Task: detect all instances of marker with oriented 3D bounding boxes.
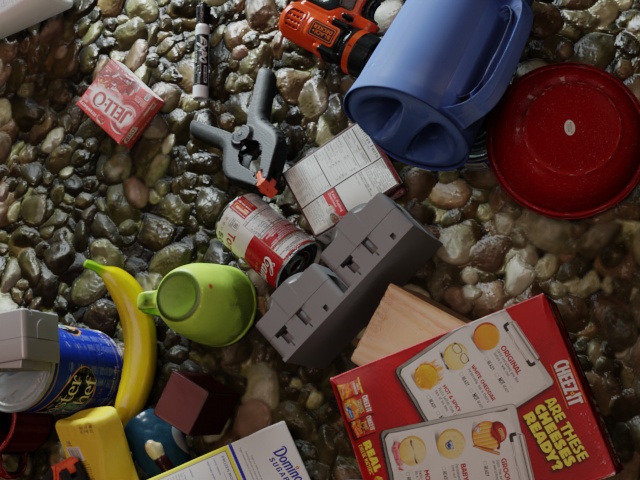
[{"bbox_3d":[-0.141,-0.226,1.271,0.020,0.020,0.121,-4,78,22],"label":"marker"}]

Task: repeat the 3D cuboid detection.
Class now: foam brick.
[{"bbox_3d":[-0.134,0.177,1.159,0.051,0.078,0.053,27,91,23],"label":"foam brick"}]

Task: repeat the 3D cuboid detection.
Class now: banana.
[{"bbox_3d":[-0.220,0.114,1.218,0.069,0.037,0.198,-11,82,-18],"label":"banana"}]

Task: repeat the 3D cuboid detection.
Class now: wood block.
[{"bbox_3d":[0.147,0.130,1.042,0.206,0.090,0.090,28,93,24],"label":"wood block"}]

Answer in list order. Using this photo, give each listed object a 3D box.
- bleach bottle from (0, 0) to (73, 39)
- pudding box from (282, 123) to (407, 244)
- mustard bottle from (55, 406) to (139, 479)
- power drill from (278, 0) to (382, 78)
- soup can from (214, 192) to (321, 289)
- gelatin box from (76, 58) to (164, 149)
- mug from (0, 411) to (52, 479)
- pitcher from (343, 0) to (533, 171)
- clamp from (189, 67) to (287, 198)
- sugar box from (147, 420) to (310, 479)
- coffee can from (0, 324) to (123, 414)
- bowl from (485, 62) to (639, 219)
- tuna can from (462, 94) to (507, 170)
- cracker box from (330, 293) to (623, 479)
[{"bbox_3d":[-0.443,-0.306,1.391,0.251,0.068,0.102,-17,74,21],"label":"bleach bottle"},{"bbox_3d":[0.025,-0.064,1.160,0.113,0.039,0.090,-32,69,12],"label":"pudding box"},{"bbox_3d":[-0.228,0.280,1.170,0.096,0.058,0.191,-14,95,49],"label":"mustard bottle"},{"bbox_3d":[0.064,-0.271,1.172,0.185,0.057,0.187,31,93,25],"label":"power drill"},{"bbox_3d":[-0.058,0.001,1.165,0.102,0.068,0.068,39,96,25],"label":"soup can"},{"bbox_3d":[-0.243,-0.166,1.296,0.089,0.030,0.073,43,98,24],"label":"gelatin box"},{"bbox_3d":[-0.366,0.220,1.245,0.093,0.081,0.117,-21,72,18],"label":"mug"},{"bbox_3d":[0.138,-0.200,1.057,0.149,0.145,0.242,22,70,15],"label":"pitcher"},{"bbox_3d":[-0.074,-0.119,1.193,0.120,0.039,0.172,-46,48,11],"label":"clamp"},{"bbox_3d":[-0.100,0.265,1.105,0.176,0.048,0.093,-20,71,-14],"label":"sugar box"},{"bbox_3d":[-0.303,0.144,1.201,0.103,0.140,0.103,-5,78,22],"label":"coffee can"},{"bbox_3d":[0.244,-0.104,1.045,0.162,0.055,0.162,-1,83,8],"label":"bowl"},{"bbox_3d":[0.164,-0.118,1.114,0.086,0.033,0.086,-5,78,22],"label":"tuna can"},{"bbox_3d":[0.136,0.164,0.952,0.214,0.072,0.164,-24,74,17],"label":"cracker box"}]
